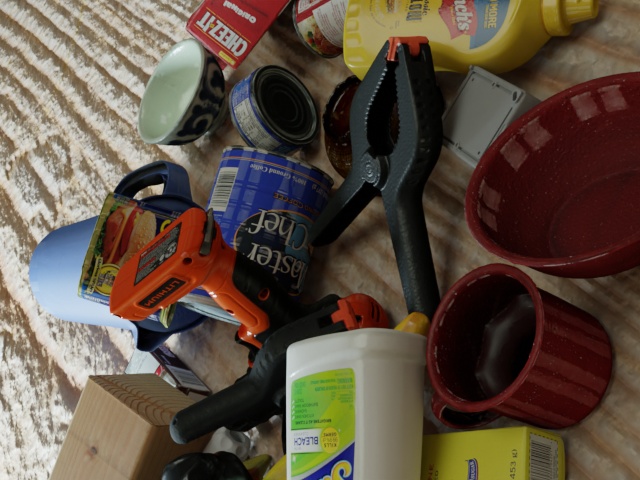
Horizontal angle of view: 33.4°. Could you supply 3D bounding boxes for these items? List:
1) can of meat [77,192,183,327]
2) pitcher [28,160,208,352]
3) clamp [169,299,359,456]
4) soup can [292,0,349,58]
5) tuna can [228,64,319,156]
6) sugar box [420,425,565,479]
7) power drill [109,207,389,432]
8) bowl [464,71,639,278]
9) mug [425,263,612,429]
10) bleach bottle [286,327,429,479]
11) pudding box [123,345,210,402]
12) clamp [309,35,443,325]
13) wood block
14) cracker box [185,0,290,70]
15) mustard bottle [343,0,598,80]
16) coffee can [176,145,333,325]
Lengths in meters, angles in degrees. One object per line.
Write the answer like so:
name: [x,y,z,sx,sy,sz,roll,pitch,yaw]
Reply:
can of meat: [-0.159,0.015,0.939,0.057,0.084,0.102,111,176,-77]
pitcher: [-0.206,0.019,1.097,0.149,0.145,0.243,-40,19,-30]
clamp: [-0.020,0.112,0.809,0.172,0.120,0.039,-40,51,25]
soup can: [0.033,-0.214,0.961,0.102,0.068,0.068,-19,56,46]
tuna can: [-0.042,-0.119,0.991,0.034,0.086,0.086,-29,50,39]
sugar box: [0.078,0.176,0.702,0.177,0.048,0.093,-17,59,46]
power drill: [-0.068,0.068,0.835,0.185,0.187,0.057,-39,32,29]
bowl: [0.173,-0.030,0.658,0.162,0.055,0.162,-24,36,19]
mug: [0.120,0.079,0.670,0.117,0.081,0.093,-50,38,22]
bleach bottle: [0.023,0.187,0.680,0.103,0.067,0.251,-17,67,48]
pudding box: [-0.161,0.158,1.032,0.114,0.039,0.090,32,99,57]
clamp: [0.056,-0.046,0.799,0.165,0.036,0.210,45,133,43]
wood block: [-0.181,0.230,0.936,0.091,0.090,0.206,28,101,32]
cracker box: [-0.032,-0.287,1.031,0.214,0.072,0.164,-47,12,25]
mustard bottle: [0.114,-0.171,0.809,0.192,0.058,0.096,3,71,30]
coffee can: [-0.056,0.001,0.927,0.103,0.102,0.140,2,73,53]
